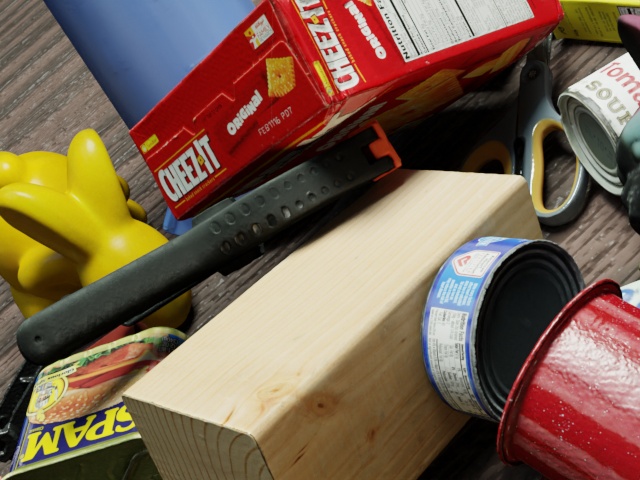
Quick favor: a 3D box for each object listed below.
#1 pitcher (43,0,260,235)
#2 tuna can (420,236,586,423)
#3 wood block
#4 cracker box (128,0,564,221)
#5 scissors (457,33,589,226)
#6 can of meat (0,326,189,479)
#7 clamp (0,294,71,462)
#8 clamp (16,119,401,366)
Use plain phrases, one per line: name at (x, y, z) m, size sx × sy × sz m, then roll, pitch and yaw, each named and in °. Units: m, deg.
pitcher at (-0.085, -0.133, 0.732) m, size 0.145 × 0.242 × 0.149 m, roll -11°, pitch 37°, yaw 34°
tuna can at (0.085, 0.041, 0.490) m, size 0.034 × 0.086 × 0.086 m, roll 6°, pitch 54°, yaw 48°
wood block at (0.020, 0.054, 0.520) m, size 0.091 × 0.090 × 0.205 m, roll 8°, pitch 38°, yaw 44°
cracker box at (0.019, -0.097, 0.631) m, size 0.213 × 0.072 × 0.164 m, roll -26°, pitch -3°, yaw -40°
scissors at (0.119, -0.088, 0.672) m, size 0.096 × 0.016 × 0.202 m, roll -25°, pitch 49°, yaw 28°
can of meat at (-0.109, 0.100, 0.561) m, size 0.102 × 0.057 × 0.084 m, roll -19°, pitch 35°, yaw 13°
clamp at (-0.209, 0.112, 0.642) m, size 0.039 × 0.120 × 0.171 m, roll -137°, pitch 54°, yaw -62°
clamp at (-0.054, 0.001, 0.585) m, size 0.210 × 0.036 × 0.164 m, roll -31°, pitch 1°, yaw 0°
